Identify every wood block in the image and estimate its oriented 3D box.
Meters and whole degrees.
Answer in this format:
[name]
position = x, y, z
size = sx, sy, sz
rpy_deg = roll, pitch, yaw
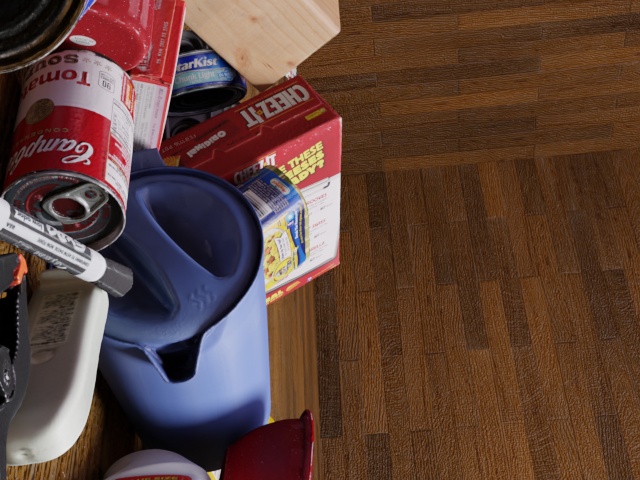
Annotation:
[wood block]
position = -0.085, -0.229, 0.845
size = 0.205, 0.090, 0.091
rpy_deg = 40, 29, -31

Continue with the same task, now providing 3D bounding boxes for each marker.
[marker]
position = -0.140, 0.004, 0.567
size = 0.121, 0.020, 0.020
rpy_deg = 37, 43, -54

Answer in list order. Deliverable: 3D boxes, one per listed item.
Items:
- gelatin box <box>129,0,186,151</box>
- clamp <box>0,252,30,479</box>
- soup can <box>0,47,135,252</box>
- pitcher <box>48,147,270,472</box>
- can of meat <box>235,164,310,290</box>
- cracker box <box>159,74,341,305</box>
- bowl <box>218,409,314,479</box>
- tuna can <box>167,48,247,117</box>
[gelatin box]
position = -0.115, -0.112, 0.729
size = 0.089, 0.030, 0.073
rpy_deg = 115, -17, -59
[clamp]
position = -0.155, 0.058, 0.456
size = 0.120, 0.039, 0.171
rpy_deg = 88, -7, -47
[soup can]
position = -0.141, -0.052, 0.607
size = 0.068, 0.068, 0.102
rpy_deg = 81, 4, -50
[pitcher]
position = -0.098, 0.061, 0.755
size = 0.149, 0.145, 0.243
rpy_deg = -55, 160, -28
[can of meat]
position = -0.055, 0.001, 0.834
size = 0.057, 0.083, 0.102
rpy_deg = 40, -27, 26
[cracker box]
position = -0.066, -0.022, 0.930
size = 0.072, 0.164, 0.214
rpy_deg = 50, -21, 30
[bowl]
position = -0.047, 0.194, 0.744
size = 0.162, 0.055, 0.162
rpy_deg = -170, -89, -85
[tuna can]
position = -0.107, -0.134, 0.917
size = 0.086, 0.086, 0.034
rpy_deg = 59, 19, -83
